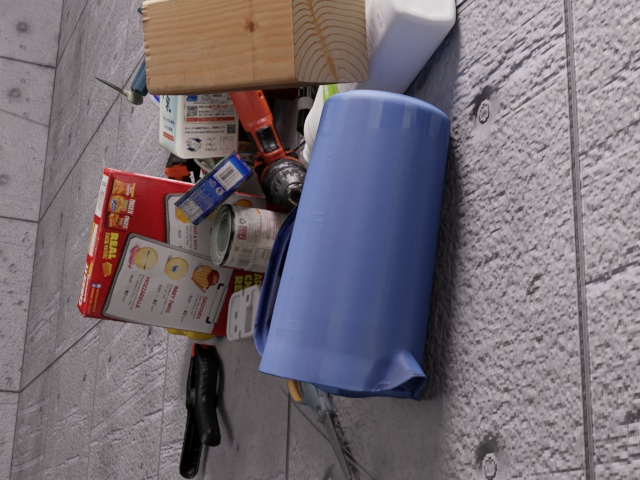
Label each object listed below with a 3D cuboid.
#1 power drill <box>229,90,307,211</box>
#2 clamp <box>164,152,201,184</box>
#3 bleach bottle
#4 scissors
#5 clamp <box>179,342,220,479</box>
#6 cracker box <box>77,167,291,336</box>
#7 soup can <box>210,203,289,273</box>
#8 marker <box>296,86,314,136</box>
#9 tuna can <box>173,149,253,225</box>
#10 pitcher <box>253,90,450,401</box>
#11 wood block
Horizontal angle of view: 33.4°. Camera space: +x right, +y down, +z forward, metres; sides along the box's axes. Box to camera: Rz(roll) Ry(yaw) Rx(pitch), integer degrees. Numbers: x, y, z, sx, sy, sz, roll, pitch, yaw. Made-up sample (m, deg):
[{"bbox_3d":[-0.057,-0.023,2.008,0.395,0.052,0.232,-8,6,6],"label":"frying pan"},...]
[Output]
[{"bbox_3d":[-0.065,-0.125,1.128,0.184,0.057,0.187,-134,23,-73],"label":"power drill"},{"bbox_3d":[-0.168,-0.074,1.366,0.210,0.036,0.164,81,-179,-74],"label":"clamp"},{"bbox_3d":[0.040,-0.158,1.006,0.251,0.068,0.102,126,144,-51],"label":"bleach bottle"},{"bbox_3d":[0.006,0.145,1.029,0.202,0.016,0.096,-139,60,-64],"label":"scissors"},{"bbox_3d":[-0.155,0.215,1.362,0.120,0.039,0.171,-54,28,40],"label":"clamp"},{"bbox_3d":[-0.151,0.017,1.198,0.072,0.213,0.164,-157,77,-69],"label":"cracker box"},{"bbox_3d":[-0.057,0.001,1.123,0.069,0.102,0.068,-172,90,-68],"label":"soup can"},{"bbox_3d":[-0.016,-0.175,1.200,0.020,0.020,0.121,146,129,-61],"label":"marker"},{"bbox_3d":[-0.111,-0.055,1.117,0.086,0.033,0.086,-41,6,5],"label":"tuna can"},{"bbox_3d":[0.027,0.006,0.882,0.145,0.149,0.243,78,-158,-83],"label":"pitcher"},{"bbox_3d":[-0.064,-0.181,0.964,0.207,0.090,0.091,4,99,45],"label":"wood block"}]
